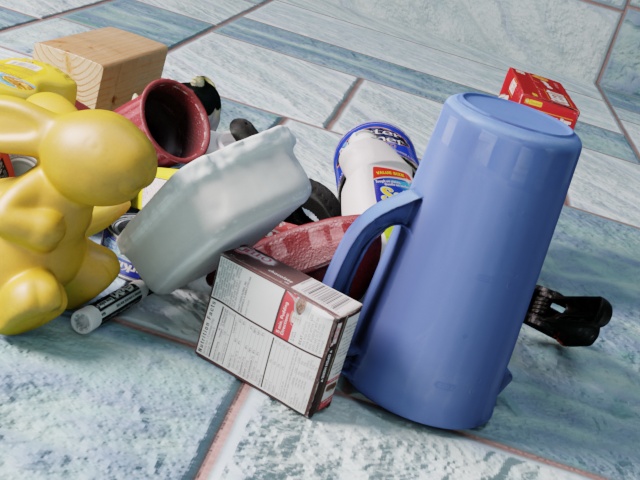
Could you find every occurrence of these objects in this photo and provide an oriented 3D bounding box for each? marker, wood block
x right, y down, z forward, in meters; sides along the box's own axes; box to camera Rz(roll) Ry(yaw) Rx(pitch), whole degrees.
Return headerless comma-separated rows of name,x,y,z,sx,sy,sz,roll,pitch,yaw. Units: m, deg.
marker,-0.160,0.048,0.857,0.020,0.020,0.121,22,20,14
wood block,-0.275,-0.203,1.332,0.090,0.091,0.206,20,20,7

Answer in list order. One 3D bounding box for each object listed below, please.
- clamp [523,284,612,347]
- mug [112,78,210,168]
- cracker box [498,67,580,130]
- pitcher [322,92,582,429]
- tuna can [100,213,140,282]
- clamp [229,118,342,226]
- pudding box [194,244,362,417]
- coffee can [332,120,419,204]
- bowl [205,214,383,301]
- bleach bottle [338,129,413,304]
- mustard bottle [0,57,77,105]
clamp,0.192,0.057,0.971,0.165,0.036,0.209,22,-6,23
mug,-0.173,-0.121,1.136,0.093,0.082,0.117,49,45,-23
cracker box,0.211,-0.068,1.175,0.072,0.214,0.164,16,20,-1
pitcher,0.101,0.013,0.826,0.145,0.243,0.149,26,21,21
tuna can,-0.153,0.007,0.949,0.086,0.034,0.086,15,20,-6
clamp,-0.037,-0.051,1.093,0.171,0.120,0.039,25,50,15
pudding box,-0.034,0.067,0.802,0.114,0.090,0.039,27,24,26
coffee can,0.068,-0.073,1.240,0.102,0.103,0.140,14,20,-7
bowl,-0.013,0.031,0.908,0.162,0.055,0.162,-17,14,4
bleach bottle,0.060,-0.027,1.055,0.102,0.068,0.251,15,37,-25
mustard bottle,-0.303,-0.132,0.987,0.096,0.058,0.191,16,15,5
